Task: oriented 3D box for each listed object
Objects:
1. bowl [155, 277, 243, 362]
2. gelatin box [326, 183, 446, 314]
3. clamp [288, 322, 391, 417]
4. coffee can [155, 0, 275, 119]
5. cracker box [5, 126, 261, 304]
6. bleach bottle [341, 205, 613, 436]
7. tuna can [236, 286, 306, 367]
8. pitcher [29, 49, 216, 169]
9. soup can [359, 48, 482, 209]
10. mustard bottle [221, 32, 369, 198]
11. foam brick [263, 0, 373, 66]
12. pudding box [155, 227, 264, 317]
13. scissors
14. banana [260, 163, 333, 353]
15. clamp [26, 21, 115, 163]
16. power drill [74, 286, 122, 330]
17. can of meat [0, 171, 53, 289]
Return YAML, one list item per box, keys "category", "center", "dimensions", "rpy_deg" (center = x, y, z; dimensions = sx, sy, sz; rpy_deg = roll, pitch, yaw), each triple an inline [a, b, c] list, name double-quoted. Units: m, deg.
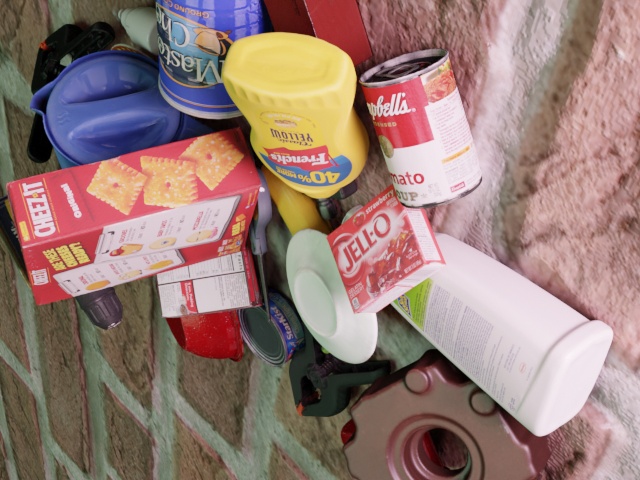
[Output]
- category: "bowl"
  center: [-0.146, 0.073, 1.221]
  dimensions: [0.162, 0.055, 0.162]
  rpy_deg: [54, 156, 38]
- category: "gelatin box"
  center: [0.050, 0.008, 0.855]
  dimensions: [0.089, 0.030, 0.073]
  rpy_deg: [-38, 62, 39]
- category: "clamp"
  center: [0.001, 0.124, 1.111]
  dimensions: [0.120, 0.039, 0.172]
  rpy_deg: [57, 143, 15]
- category: "coffee can"
  center: [-0.088, -0.189, 0.900]
  dimensions: [0.103, 0.102, 0.140]
  rpy_deg: [39, 144, 29]
- category: "cracker box"
  center: [-0.172, -0.021, 0.993]
  dimensions: [0.164, 0.213, 0.072]
  rpy_deg: [114, 139, -67]
- category: "bleach bottle"
  center: [0.110, 0.042, 0.862]
  dimensions: [0.251, 0.067, 0.103]
  rpy_deg: [40, 137, 33]
- category: "tuna can"
  center: [-0.054, 0.093, 1.165]
  dimensions: [0.086, 0.033, 0.086]
  rpy_deg: [35, 142, 33]
- category: "pitcher"
  center: [-0.195, -0.076, 1.111]
  dimensions: [0.149, 0.145, 0.243]
  rpy_deg: [54, 163, 16]
- category: "soup can"
  center: [0.076, -0.083, 0.794]
  dimensions: [0.069, 0.068, 0.102]
  rpy_deg: [9, 125, 52]
- category: "mustard bottle"
  center: [-0.011, -0.086, 0.850]
  dimensions: [0.096, 0.058, 0.191]
  rpy_deg: [8, 156, 14]
- category: "foam brick"
  center: [-0.002, -0.171, 0.843]
  dimensions: [0.053, 0.051, 0.078]
  rpy_deg: [9, 124, 51]
- category: "pudding box"
  center: [-0.120, 0.032, 1.129]
  dimensions: [0.114, 0.039, 0.090]
  rpy_deg: [-9, 88, 21]
- category: "scissors"
  center: [-0.057, 0.001, 1.045]
  dimensions: [0.096, 0.016, 0.202]
  rpy_deg: [-141, 38, -68]
- category: "banana"
  center: [-0.007, 0.017, 1.012]
  dimensions: [0.070, 0.037, 0.198]
  rpy_deg: [-11, 99, 44]
- category: "clamp"
  center: [-0.291, -0.178, 1.178]
  dimensions: [0.036, 0.164, 0.210]
  rpy_deg: [26, -174, -29]
- category: "power drill"
  center: [-0.264, 0.008, 1.261]
  dimensions: [0.184, 0.057, 0.187]
  rpy_deg: [61, -167, -2]
- category: "can of meat"
  center: [-0.297, -0.013, 1.139]
  dimensions: [0.102, 0.084, 0.057]
  rpy_deg: [60, 168, 4]
